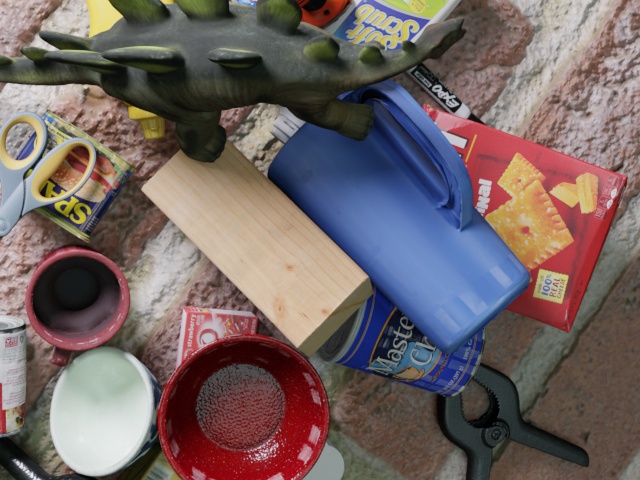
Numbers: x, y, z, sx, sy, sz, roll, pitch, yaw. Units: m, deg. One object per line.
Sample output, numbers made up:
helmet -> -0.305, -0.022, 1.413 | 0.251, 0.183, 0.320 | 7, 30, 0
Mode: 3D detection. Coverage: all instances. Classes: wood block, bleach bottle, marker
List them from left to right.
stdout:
wood block -> -0.056, 0.001, 0.987 | 0.090, 0.091, 0.206 | -45, 77, -5
bleach bottle -> 0.044, -0.191, 1.047 | 0.102, 0.068, 0.251 | 38, 90, -17
marker -> 0.127, -0.148, 1.098 | 0.121, 0.020, 0.020 | 41, 87, -18

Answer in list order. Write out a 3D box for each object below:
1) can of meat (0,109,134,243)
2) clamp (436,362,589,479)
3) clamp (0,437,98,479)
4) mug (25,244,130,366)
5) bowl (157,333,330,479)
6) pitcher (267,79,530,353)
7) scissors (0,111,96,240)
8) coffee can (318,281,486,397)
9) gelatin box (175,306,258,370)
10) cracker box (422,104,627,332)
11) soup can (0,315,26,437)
can of meat -> -0.236, -0.061, 0.992 | 0.102, 0.057, 0.084 | 35, 86, -18
clamp -> 0.180, 0.216, 1.161 | 0.164, 0.036, 0.210 | -39, 105, -7
clamp -> -0.257, 0.246, 1.015 | 0.171, 0.039, 0.120 | 0, 101, 13
mug -> -0.231, 0.060, 0.999 | 0.093, 0.082, 0.117 | 11, 96, -17
bowl -> -0.074, 0.165, 1.017 | 0.162, 0.055, 0.162 | -1, 95, -8
pitcher -> 0.079, -0.023, 0.971 | 0.145, 0.149, 0.243 | -43, 80, 5
scissors -> -0.289, -0.033, 0.939 | 0.201, 0.016, 0.096 | -41, 103, -10
coffee can -> 0.081, 0.091, 1.079 | 0.140, 0.103, 0.103 | 19, 93, -18
gelatin box -> -0.105, 0.114, 1.069 | 0.073, 0.030, 0.089 | 6, 97, -16
cracker box -> 0.174, -0.023, 1.061 | 0.214, 0.072, 0.164 | 21, 92, 9
soup can -> -0.310, 0.126, 0.995 | 0.068, 0.069, 0.102 | 1, 98, -16
